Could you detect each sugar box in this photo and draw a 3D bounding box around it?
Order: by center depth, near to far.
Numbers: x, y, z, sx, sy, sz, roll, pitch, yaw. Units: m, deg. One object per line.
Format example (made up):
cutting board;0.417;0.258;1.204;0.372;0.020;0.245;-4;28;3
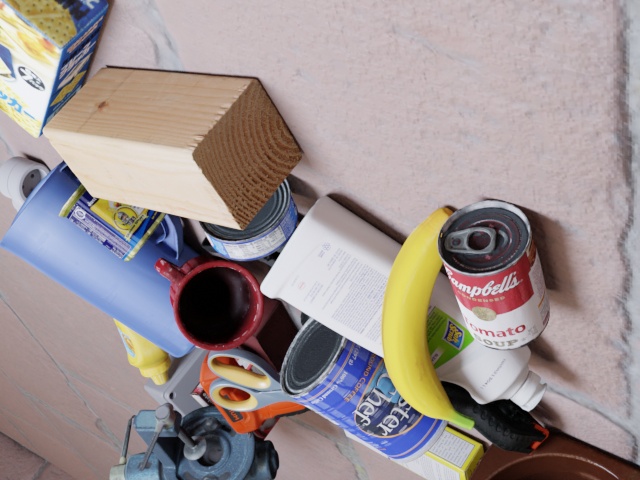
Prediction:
sugar box;0.104;0.228;1.223;0.176;0.048;0.093;27;155;29

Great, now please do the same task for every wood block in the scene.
wood block;-0.130;-0.084;0.916;0.206;0.090;0.090;13;146;42

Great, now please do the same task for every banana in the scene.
banana;0.082;0.067;0.865;0.037;0.069;0.198;-97;-2;-67

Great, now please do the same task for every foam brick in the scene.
foam brick;-0.065;0.104;1.214;0.051;0.053;0.078;18;150;35

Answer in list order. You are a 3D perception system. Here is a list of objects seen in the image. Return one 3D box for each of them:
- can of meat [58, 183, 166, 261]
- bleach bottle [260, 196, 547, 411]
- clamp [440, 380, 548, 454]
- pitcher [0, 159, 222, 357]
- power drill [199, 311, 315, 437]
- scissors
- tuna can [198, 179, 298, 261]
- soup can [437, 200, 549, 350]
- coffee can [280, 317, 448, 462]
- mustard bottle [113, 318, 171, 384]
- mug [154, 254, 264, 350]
can of meat;-0.196;-0.041;1.070;0.084;0.102;0.058;38;155;-8
bleach bottle;0.078;0.070;0.920;0.251;0.068;0.103;34;119;2
clamp;0.137;0.149;0.982;0.171;0.120;0.039;35;117;-4
pitcher;-0.216;0.015;1.182;0.242;0.145;0.149;37;168;-10
power drill;-0.032;0.142;1.150;0.188;0.057;0.184;-12;127;25
scissors;-0.032;0.171;1.127;0.201;0.016;0.096;27;131;-8
tuna can;-0.064;-0.024;0.940;0.086;0.086;0.033;22;154;29
soup can;0.131;0.028;0.798;0.069;0.068;0.102;19;151;34
coffee can;0.046;0.139;1.039;0.140;0.102;0.103;34;158;-22
mustard bottle;-0.232;0.099;1.340;0.096;0.058;0.191;37;148;61
mug;-0.122;0.054;1.106;0.117;0.093;0.082;32;179;-18
